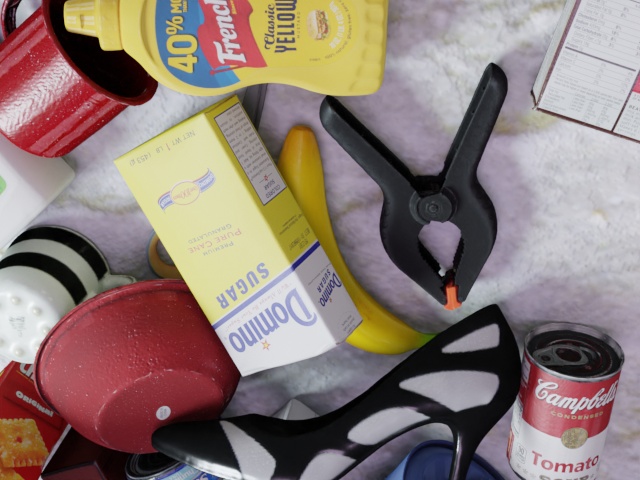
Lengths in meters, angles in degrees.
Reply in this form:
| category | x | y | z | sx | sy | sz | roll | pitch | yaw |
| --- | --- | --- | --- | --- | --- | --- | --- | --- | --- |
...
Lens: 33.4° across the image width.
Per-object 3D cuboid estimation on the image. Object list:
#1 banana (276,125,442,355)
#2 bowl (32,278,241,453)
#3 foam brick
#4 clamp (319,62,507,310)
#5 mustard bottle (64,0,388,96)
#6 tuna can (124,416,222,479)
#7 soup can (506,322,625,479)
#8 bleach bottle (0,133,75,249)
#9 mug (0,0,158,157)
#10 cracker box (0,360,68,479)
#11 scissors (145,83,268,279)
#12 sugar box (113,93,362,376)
| category | x | y | z | sx | sy | sz | roll | pitch | yaw |
| --- | --- | --- | --- | --- | --- | --- | --- | --- | --- |
| banana | 0.013 | 0.014 | 0.750 | 0.069 | 0.037 | 0.197 | -37 | 111 | -5 |
| bowl | -0.120 | 0.103 | 0.766 | 0.162 | 0.055 | 0.162 | -13 | 137 | -13 |
| foam brick | -0.175 | 0.176 | 0.844 | 0.051 | 0.078 | 0.053 | -18 | 111 | 19 |
| clamp | 0.082 | -0.036 | 0.707 | 0.120 | 0.039 | 0.171 | -15 | 118 | 19 |
| mustard bottle | -0.057 | -0.136 | 0.644 | 0.191 | 0.058 | 0.096 | -1 | 117 | -4 |
| tuna can | -0.107 | 0.168 | 0.822 | 0.086 | 0.086 | 0.033 | -23 | 110 | 21 |
| soup can | 0.171 | 0.118 | 0.754 | 0.068 | 0.068 | 0.102 | 7 | 119 | 7 |
| bleach bottle | -0.291 | -0.101 | 0.731 | 0.103 | 0.068 | 0.250 | -38 | 103 | 25 |
| mug | -0.172 | -0.117 | 0.690 | 0.082 | 0.093 | 0.117 | -32 | 83 | 28 |
| cracker box | -0.277 | 0.202 | 0.799 | 0.072 | 0.213 | 0.164 | 41 | 117 | -14 |
| scissors | -0.079 | -0.040 | 0.747 | 0.096 | 0.016 | 0.202 | 5 | 118 | 8 |
| sugar box | -0.055 | 0.001 | 0.714 | 0.094 | 0.048 | 0.176 | -22 | 101 | 37 |
